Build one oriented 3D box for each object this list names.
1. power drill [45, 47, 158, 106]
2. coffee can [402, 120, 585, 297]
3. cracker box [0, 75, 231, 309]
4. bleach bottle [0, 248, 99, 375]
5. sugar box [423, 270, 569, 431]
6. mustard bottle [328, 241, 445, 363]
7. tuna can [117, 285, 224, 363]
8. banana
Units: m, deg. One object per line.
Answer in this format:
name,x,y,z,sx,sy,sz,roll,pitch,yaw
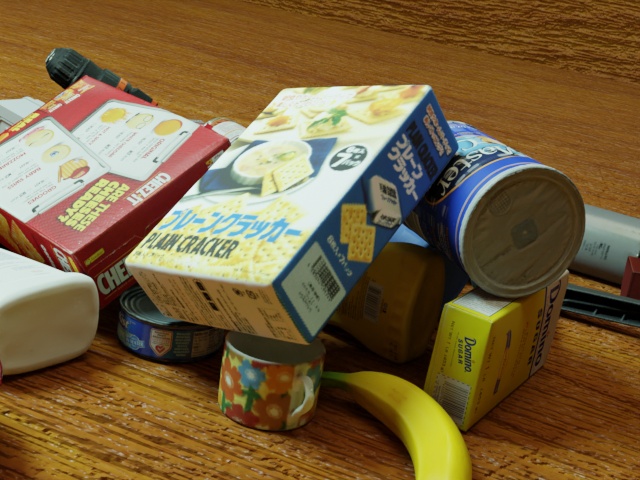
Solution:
power drill,-0.241,-0.143,1.212,0.184,0.057,0.188,38,-12,-17
coffee can,0.127,-0.028,0.840,0.102,0.103,0.140,2,19,-21
cracker box,-0.194,-0.048,0.910,0.164,0.072,0.214,-40,45,-25
bleach bottle,-0.292,0.028,0.835,0.251,0.068,0.102,20,21,36
sugar box,0.143,0.077,0.848,0.048,0.093,0.175,22,22,29
mustard bottle,0.013,0.029,0.925,0.192,0.096,0.058,22,22,35
tuna can,-0.118,0.065,0.850,0.086,0.034,0.086,8,18,-3
banana,0.062,0.137,0.726,0.069,0.037,0.198,-15,24,-15
